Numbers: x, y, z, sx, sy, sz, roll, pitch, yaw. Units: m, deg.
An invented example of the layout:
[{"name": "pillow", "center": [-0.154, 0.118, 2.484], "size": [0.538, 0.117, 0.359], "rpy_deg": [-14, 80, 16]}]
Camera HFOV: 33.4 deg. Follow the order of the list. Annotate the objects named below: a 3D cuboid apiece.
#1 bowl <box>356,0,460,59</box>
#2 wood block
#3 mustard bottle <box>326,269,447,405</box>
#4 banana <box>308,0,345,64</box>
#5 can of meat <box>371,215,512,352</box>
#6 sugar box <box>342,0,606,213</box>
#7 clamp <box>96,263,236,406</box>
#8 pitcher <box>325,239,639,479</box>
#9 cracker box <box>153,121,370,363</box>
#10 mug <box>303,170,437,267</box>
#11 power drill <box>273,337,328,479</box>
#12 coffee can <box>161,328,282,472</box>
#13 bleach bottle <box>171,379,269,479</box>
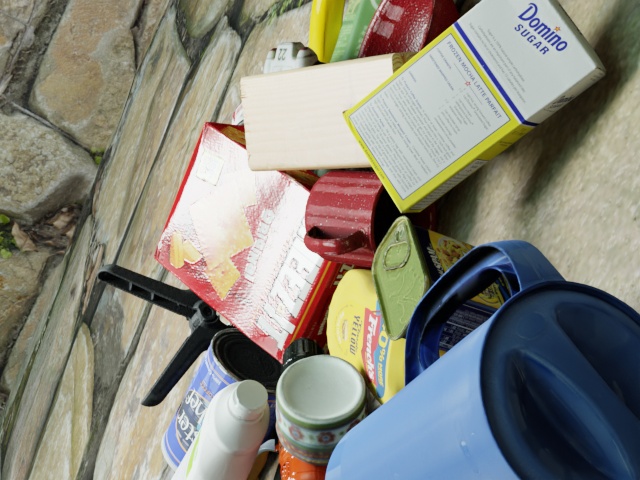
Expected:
[{"name": "bowl", "center": [0.089, -0.179, 1.020], "size": [0.162, 0.055, 0.162], "rpy_deg": [-52, 28, 43]}, {"name": "wood block", "center": [0.027, -0.110, 0.937], "size": [0.207, 0.090, 0.091], "rpy_deg": [3, 101, 51]}, {"name": "mustard bottle", "center": [0.062, 0.085, 0.855], "size": [0.192, 0.058, 0.096], "rpy_deg": [-155, 72, -69]}, {"name": "banana", "center": [0.011, -0.240, 1.167], "size": [0.198, 0.037, 0.069], "rpy_deg": [92, -162, -44]}, {"name": "can of meat", "center": [0.092, 0.038, 0.783], "size": [0.057, 0.083, 0.102], "rpy_deg": [-60, 23, 29]}, {"name": "sugar box", "center": [0.109, -0.106, 0.780], "size": [0.176, 0.048, 0.093], "rpy_deg": [-36, 77, 21]}, {"name": "clamp", "center": [-0.140, 0.079, 1.189], "size": [0.164, 0.209, 0.036], "rpy_deg": [62, 143, 13]}, {"name": "pitcher", "center": [0.093, 0.119, 0.644], "size": [0.149, 0.145, 0.243], "rpy_deg": [-60, 8, -34]}, {"name": "cracker box", "center": [-0.057, 0.001, 1.067], "size": [0.214, 0.071, 0.164], "rpy_deg": [36, 112, 31]}, {"name": "mug", "center": [0.033, -0.014, 0.905], "size": [0.082, 0.117, 0.093], "rpy_deg": [7, 118, 41]}, {"name": "power drill", "center": [-0.032, 0.204, 0.958], "size": [0.184, 0.057, 0.188], "rpy_deg": [-91, 16, -52]}, {"name": "coffee can", "center": [-0.095, 0.178, 1.124], "size": [0.140, 0.102, 0.103], "rpy_deg": [-62, 22, 25]}, {"name": "bleach bottle", "center": [-0.097, 0.213, 0.975], "size": [0.251, 0.068, 0.102], "rpy_deg": [116, 167, -46]}]
